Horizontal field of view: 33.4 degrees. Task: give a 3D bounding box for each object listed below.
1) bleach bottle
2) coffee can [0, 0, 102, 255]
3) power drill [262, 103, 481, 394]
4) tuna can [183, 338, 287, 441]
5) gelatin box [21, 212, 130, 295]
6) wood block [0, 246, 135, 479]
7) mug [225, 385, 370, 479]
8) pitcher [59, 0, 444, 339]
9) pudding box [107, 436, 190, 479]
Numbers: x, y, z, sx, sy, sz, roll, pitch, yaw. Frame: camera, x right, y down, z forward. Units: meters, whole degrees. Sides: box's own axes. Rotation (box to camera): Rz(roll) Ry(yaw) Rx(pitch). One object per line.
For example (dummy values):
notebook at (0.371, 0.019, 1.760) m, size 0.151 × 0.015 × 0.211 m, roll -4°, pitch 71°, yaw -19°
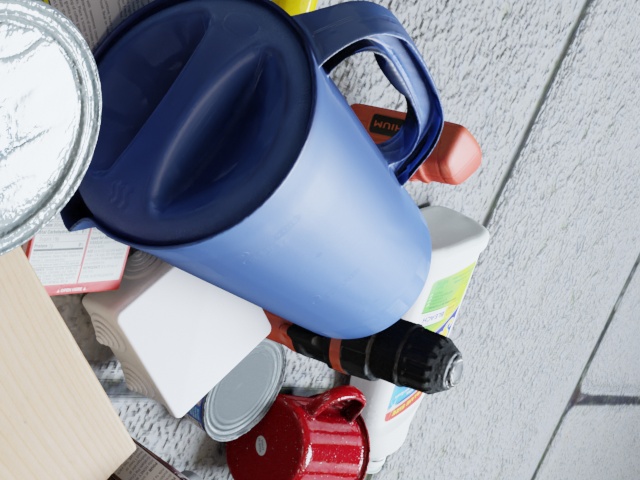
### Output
bleach bottle at (0.073, 0.098, 0.949) m, size 0.102 × 0.068 × 0.251 m, roll -20°, pitch 131°, yaw -46°
coffee can at (-0.169, -0.064, 0.414) m, size 0.102 × 0.140 × 0.103 m, roll -33°, pitch 138°, yaw -37°
power drill at (0.041, 0.003, 0.737) m, size 0.187 × 0.185 × 0.057 m, roll -62°, pitch 149°, yaw -18°
tuna can at (-0.065, 0.102, 0.783) m, size 0.086 × 0.034 × 0.086 m, roll -34°, pitch 138°, yaw -37°
gelatin box at (-0.139, -0.015, 0.598) m, size 0.073 × 0.030 × 0.089 m, roll -4°, pitch 116°, yaw -52°
wood block at (-0.182, 0.062, 0.538) m, size 0.090 × 0.090 × 0.206 m, roll -45°, pitch 143°, yaw -25°
mug at (-0.013, 0.156, 0.838) m, size 0.117 × 0.093 × 0.081 m, roll -45°, pitch 147°, yaw 19°
pitcher at (-0.012, -0.029, 0.586) m, size 0.242 × 0.149 × 0.145 m, roll 39°, pitch 65°, yaw -61°
pudding box at (-0.083, 0.169, 0.656) m, size 0.039 × 0.090 × 0.113 m, roll -54°, pitch 147°, yaw -12°
